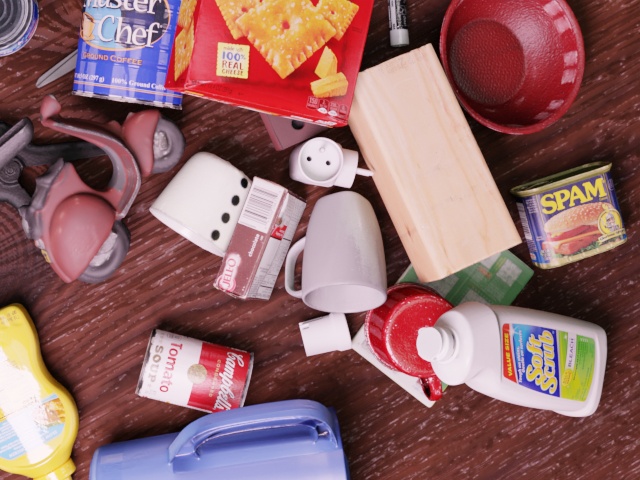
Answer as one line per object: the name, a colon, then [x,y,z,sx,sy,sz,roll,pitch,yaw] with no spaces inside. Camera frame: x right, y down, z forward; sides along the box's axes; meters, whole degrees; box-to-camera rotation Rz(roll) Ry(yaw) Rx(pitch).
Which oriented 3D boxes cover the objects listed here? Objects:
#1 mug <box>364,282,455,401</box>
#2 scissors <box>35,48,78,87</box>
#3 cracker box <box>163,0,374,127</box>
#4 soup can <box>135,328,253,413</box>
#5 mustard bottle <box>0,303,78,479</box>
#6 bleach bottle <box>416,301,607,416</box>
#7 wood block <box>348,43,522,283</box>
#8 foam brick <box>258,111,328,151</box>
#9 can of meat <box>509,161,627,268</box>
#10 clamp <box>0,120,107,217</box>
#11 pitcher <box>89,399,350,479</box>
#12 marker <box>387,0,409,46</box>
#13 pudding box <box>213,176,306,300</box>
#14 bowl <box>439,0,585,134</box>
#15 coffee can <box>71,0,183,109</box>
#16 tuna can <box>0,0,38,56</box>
mug: [0.097,0.101,1.045,0.093,0.081,0.117,-13,92,-5]
scissors: [-0.197,-0.227,1.039,0.201,0.016,0.096,-21,95,-6]
cracker box: [-0.035,-0.222,0.955,0.164,0.072,0.214,10,94,-27]
soup can: [-0.122,0.130,1.040,0.102,0.068,0.068,15,90,-7]
mustard bottle: [-0.287,0.163,1.023,0.096,0.058,0.191,-27,96,-7]
bleach bottle: [0.179,0.114,1.012,0.250,0.068,0.102,10,89,-45]
wood block: [0.102,-0.071,1.034,0.090,0.091,0.206,-24,88,-8]
foam brick: [-0.034,-0.133,1.047,0.053,0.051,0.078,-26,95,-6]
can of meat: [0.255,-0.026,1.089,0.102,0.057,0.084,-17,98,-6]
clamp: [-0.294,-0.056,1.023,0.171,0.039,0.120,14,86,-11]
pitcher: [-0.093,0.229,1.015,0.242,0.145,0.149,-5,86,-5]
marker: [0.075,-0.256,1.072,0.020,0.020,0.121,-5,93,-8]
pudding box: [-0.057,0.001,1.028,0.039,0.090,0.113,23,90,12]
bowl: [0.180,-0.183,1.062,0.162,0.055,0.162,1,88,-20]
coffee can: [-0.170,-0.198,0.983,0.102,0.103,0.140,7,96,-8]
tuna can: [-0.313,-0.220,1.014,0.086,0.034,0.086,0,93,-8]
